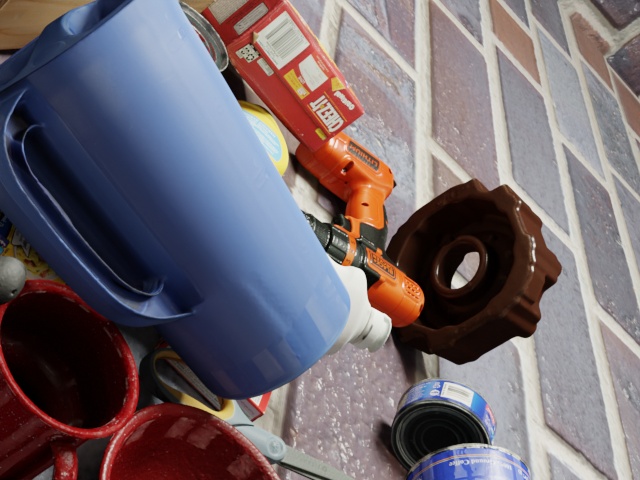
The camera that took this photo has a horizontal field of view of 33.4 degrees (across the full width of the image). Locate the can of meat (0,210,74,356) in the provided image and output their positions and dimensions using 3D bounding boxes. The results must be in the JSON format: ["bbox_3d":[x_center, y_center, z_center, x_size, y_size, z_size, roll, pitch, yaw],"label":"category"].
[{"bbox_3d":[-0.178,0.014,0.642,0.084,0.058,0.102,43,29,-18],"label":"can of meat"}]

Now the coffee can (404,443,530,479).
[{"bbox_3d":[0.119,0.240,0.801,0.102,0.103,0.140,37,31,-29],"label":"coffee can"}]

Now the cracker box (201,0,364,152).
[{"bbox_3d":[-0.062,-0.203,0.985,0.164,0.072,0.214,46,8,-50],"label":"cracker box"}]

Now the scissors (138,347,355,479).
[{"bbox_3d":[-0.046,0.150,0.710,0.201,0.016,0.096,42,43,-15],"label":"scissors"}]

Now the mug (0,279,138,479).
[{"bbox_3d":[-0.154,0.090,0.560,0.093,0.082,0.117,19,42,-49],"label":"mug"}]

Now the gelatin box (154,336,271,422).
[{"bbox_3d":[-0.071,0.080,0.767,0.089,0.030,0.073,45,29,-16],"label":"gelatin box"}]

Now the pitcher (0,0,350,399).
[{"bbox_3d":[-0.088,-0.019,0.622,0.242,0.149,0.145,56,-12,-22],"label":"pitcher"}]

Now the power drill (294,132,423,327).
[{"bbox_3d":[0.017,-0.023,1.004,0.184,0.057,0.187,36,34,-31],"label":"power drill"}]

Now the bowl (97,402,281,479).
[{"bbox_3d":[-0.078,0.177,0.611,0.162,0.055,0.162,38,30,-28],"label":"bowl"}]

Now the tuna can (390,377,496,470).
[{"bbox_3d":[0.102,0.159,0.889,0.086,0.086,0.033,49,29,-10],"label":"tuna can"}]
